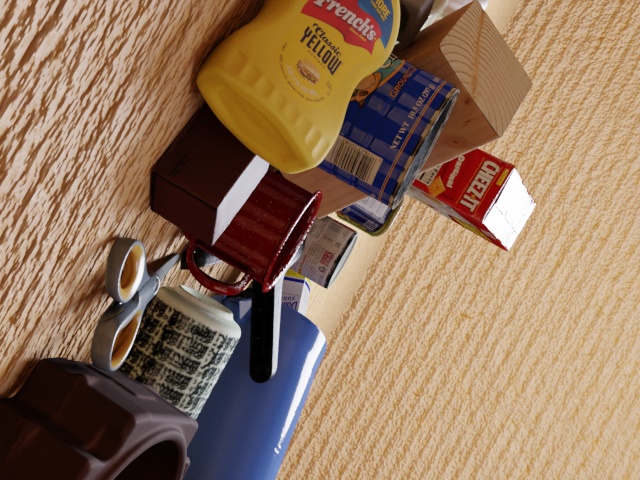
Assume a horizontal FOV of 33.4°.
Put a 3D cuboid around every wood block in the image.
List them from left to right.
[{"bbox_3d":[0.061,-0.107,0.907,0.207,0.090,0.090,-23,-159,42],"label":"wood block"}]

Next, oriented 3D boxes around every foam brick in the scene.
[{"bbox_3d":[-0.073,-0.048,0.725,0.078,0.053,0.051,-56,171,-28],"label":"foam brick"}]

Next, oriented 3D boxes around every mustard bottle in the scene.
[{"bbox_3d":[0.003,-0.143,0.716,0.058,0.096,0.191,-15,-142,54],"label":"mustard bottle"}]

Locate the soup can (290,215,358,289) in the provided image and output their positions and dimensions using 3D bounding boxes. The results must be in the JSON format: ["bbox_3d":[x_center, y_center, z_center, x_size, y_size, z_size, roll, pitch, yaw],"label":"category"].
[{"bbox_3d":[-0.021,-0.003,1.083,0.068,0.102,0.068,-59,173,-12],"label":"soup can"}]

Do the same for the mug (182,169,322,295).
[{"bbox_3d":[-0.062,-0.009,0.845,0.117,0.081,0.093,-58,173,-25],"label":"mug"}]

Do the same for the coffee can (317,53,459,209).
[{"bbox_3d":[0.018,-0.101,0.799,0.102,0.140,0.103,-59,173,-13],"label":"coffee can"}]

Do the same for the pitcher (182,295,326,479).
[{"bbox_3d":[-0.086,0.187,1.027,0.145,0.149,0.242,-37,-151,54],"label":"pitcher"}]

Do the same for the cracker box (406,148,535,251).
[{"bbox_3d":[0.109,-0.081,1.113,0.072,0.214,0.164,-59,159,1],"label":"cracker box"}]

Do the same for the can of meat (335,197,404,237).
[{"bbox_3d":[0.022,-0.055,1.086,0.057,0.083,0.102,-60,-146,1],"label":"can of meat"}]

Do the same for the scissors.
[{"bbox_3d":[-0.125,0.018,0.761,0.201,0.016,0.096,-73,172,-62],"label":"scissors"}]

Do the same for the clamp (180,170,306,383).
[{"bbox_3d":[-0.056,0.001,0.976,0.164,0.036,0.210,58,40,-45],"label":"clamp"}]
